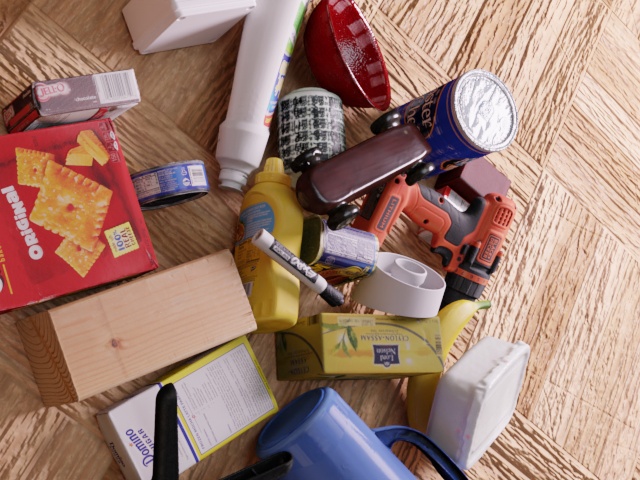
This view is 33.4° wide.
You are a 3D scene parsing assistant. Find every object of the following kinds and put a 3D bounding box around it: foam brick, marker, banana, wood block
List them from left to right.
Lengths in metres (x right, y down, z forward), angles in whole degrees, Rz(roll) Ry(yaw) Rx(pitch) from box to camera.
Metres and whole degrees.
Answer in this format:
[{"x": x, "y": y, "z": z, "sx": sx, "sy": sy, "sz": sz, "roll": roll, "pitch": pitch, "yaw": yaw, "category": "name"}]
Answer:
[{"x": -0.180, "y": 0.085, "z": 1.062, "sx": 0.205, "sy": 0.090, "sz": 0.091, "roll": -19, "pitch": 90, "yaw": -36, "category": "wood block"}, {"x": -0.021, "y": 0.031, "z": 1.106, "sx": 0.121, "sy": 0.020, "sz": 0.020, "roll": 40, "pitch": 59, "yaw": -22, "category": "marker"}, {"x": 0.141, "y": 0.149, "z": 1.273, "sx": 0.069, "sy": 0.037, "sz": 0.198, "roll": 27, "pitch": 84, "yaw": -11, "category": "banana"}, {"x": 0.197, "y": -0.073, "z": 1.383, "sx": 0.078, "sy": 0.053, "sz": 0.051, "roll": 38, "pitch": 60, "yaw": -22, "category": "foam brick"}]

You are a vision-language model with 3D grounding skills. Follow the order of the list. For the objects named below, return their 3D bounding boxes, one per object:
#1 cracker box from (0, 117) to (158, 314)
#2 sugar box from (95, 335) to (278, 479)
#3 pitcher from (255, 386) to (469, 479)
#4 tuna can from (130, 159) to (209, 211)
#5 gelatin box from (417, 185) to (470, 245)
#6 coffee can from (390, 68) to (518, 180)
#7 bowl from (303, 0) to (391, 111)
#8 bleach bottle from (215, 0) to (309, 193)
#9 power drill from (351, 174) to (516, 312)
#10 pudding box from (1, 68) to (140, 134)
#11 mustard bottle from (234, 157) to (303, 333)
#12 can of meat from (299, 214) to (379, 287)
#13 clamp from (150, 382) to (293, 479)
[{"x": -0.282, "y": -0.020, "z": 1.030, "sx": 0.213, "sy": 0.072, "sz": 0.164, "roll": -15, "pitch": 87, "yaw": -35, "category": "cracker box"}, {"x": -0.135, "y": 0.177, "z": 1.098, "sx": 0.175, "sy": 0.048, "sz": 0.093, "roll": -27, "pitch": 94, "yaw": -32, "category": "sugar box"}, {"x": 0.051, "y": 0.271, "z": 1.150, "sx": 0.243, "sy": 0.145, "sz": 0.149, "roll": 51, "pitch": 30, "yaw": -10, "category": "pitcher"}, {"x": -0.160, "y": -0.057, "z": 1.114, "sx": 0.085, "sy": 0.086, "sz": 0.034, "roll": -12, "pitch": 86, "yaw": -36, "category": "tuna can"}, {"x": 0.173, "y": -0.014, "z": 1.366, "sx": 0.089, "sy": 0.030, "sz": 0.073, "roll": 37, "pitch": 59, "yaw": -21, "category": "gelatin box"}, {"x": 0.158, "y": -0.140, "z": 1.318, "sx": 0.102, "sy": 0.141, "sz": 0.103, "roll": 9, "pitch": 73, "yaw": -33, "category": "coffee can"}, {"x": 0.025, "y": -0.221, "z": 1.276, "sx": 0.162, "sy": 0.055, "sz": 0.162, "roll": 49, "pitch": 30, "yaw": -41, "category": "bowl"}, {"x": -0.072, "y": -0.176, "z": 1.204, "sx": 0.068, "sy": 0.102, "sz": 0.251, "roll": 13, "pitch": 81, "yaw": 1, "category": "bleach bottle"}, {"x": 0.130, "y": 0.005, "z": 1.294, "sx": 0.187, "sy": 0.057, "sz": 0.184, "roll": 22, "pitch": 93, "yaw": -23, "category": "power drill"}, {"x": -0.250, "y": -0.136, "z": 1.070, "sx": 0.113, "sy": 0.090, "sz": 0.039, "roll": -13, "pitch": 87, "yaw": -37, "category": "pudding box"}, {"x": -0.057, "y": 0.002, "z": 1.163, "sx": 0.058, "sy": 0.096, "sz": 0.191, "roll": 14, "pitch": 71, "yaw": -31, "category": "mustard bottle"}, {"x": 0.004, "y": 0.015, "z": 1.199, "sx": 0.083, "sy": 0.102, "sz": 0.057, "roll": 15, "pitch": 69, "yaw": -33, "category": "can of meat"}, {"x": -0.130, "y": 0.258, "z": 1.036, "sx": 0.164, "sy": 0.036, "sz": 0.210, "roll": 28, "pitch": 90, "yaw": -26, "category": "clamp"}]
